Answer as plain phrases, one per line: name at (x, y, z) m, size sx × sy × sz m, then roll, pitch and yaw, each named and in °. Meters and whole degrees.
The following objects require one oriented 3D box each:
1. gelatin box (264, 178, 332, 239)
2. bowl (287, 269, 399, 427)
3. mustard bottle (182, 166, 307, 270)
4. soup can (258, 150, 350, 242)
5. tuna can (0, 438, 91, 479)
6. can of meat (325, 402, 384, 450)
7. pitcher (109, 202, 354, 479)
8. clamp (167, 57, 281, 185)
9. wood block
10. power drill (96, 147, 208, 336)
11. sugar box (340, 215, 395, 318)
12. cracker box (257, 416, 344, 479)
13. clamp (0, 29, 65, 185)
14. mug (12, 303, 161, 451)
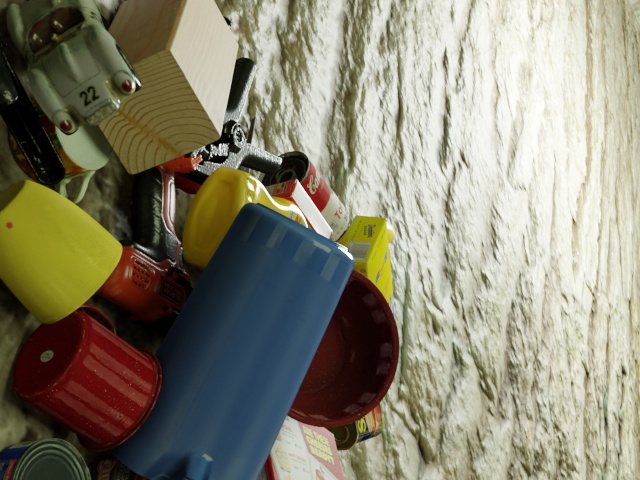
gelatin box at (-0.039, -0.022, 1.170) m, size 0.089 × 0.073 × 0.030 m, roll 54°, pitch 38°, yaw -37°
bowl at (-0.005, 0.103, 1.047) m, size 0.161 × 0.055 × 0.162 m, roll 5°, pitch 77°, yaw -24°
mustard bottle at (-0.057, 0.001, 1.033) m, size 0.191 × 0.058 × 0.096 m, roll 30°, pitch 77°, yaw -61°
soup can at (-0.018, -0.044, 1.220) m, size 0.102 × 0.069 × 0.068 m, roll 51°, pitch 39°, yaw -40°
tuna can at (-0.216, 0.196, 0.818) m, size 0.086 × 0.034 × 0.086 m, roll 29°, pitch 55°, yaw -54°
can of meat at (0.030, 0.186, 1.235) m, size 0.083 × 0.058 × 0.102 m, roll 3°, pitch 78°, yaw -63°
pitcher at (-0.073, 0.094, 0.914) m, size 0.144 × 0.149 × 0.243 m, roll 28°, pitch 90°, yaw -56°
clamp at (-0.093, -0.110, 1.023) m, size 0.171 × 0.039 × 0.120 m, roll -31°, pitch 107°, yaw -62°
wood block at (-0.140, -0.157, 0.964) m, size 0.206 × 0.090 × 0.090 m, roll -89°, pitch 154°, yaw -58°
power drill at (-0.135, -0.001, 1.009) m, size 0.184 × 0.057 × 0.187 m, roll 41°, pitch 45°, yaw -52°
sugar box at (0.057, 0.068, 1.283) m, size 0.093 × 0.048 × 0.176 m, roll -63°, pitch 150°, yaw -48°
cracker box at (-0.032, 0.257, 1.020) m, size 0.164 × 0.072 × 0.214 m, roll 46°, pitch 20°, yaw -45°
clamp at (-0.255, -0.144, 0.812) m, size 0.210 × 0.036 × 0.164 m, roll 60°, pitch -9°, yaw 21°
mug at (-0.188, 0.099, 0.855) m, size 0.081 × 0.093 × 0.117 m, roll 44°, pitch 30°, yaw -38°
